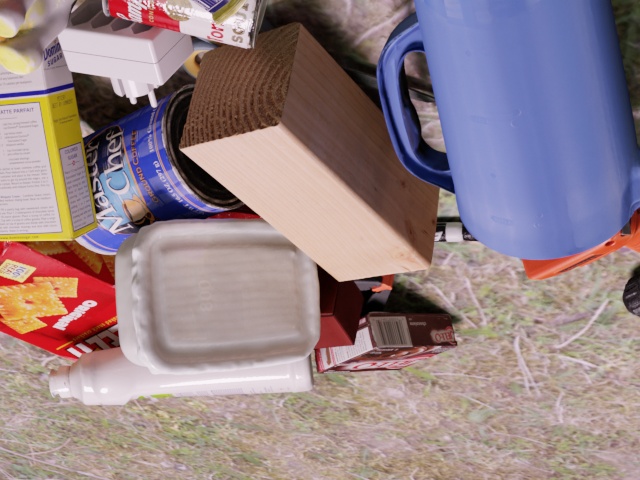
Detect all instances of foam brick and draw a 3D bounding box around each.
[{"bbox_3d":[-0.009,0.059,0.928,0.078,0.053,0.051,-7,141,27],"label":"foam brick"}]

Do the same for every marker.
[{"bbox_3d":[0.093,-0.007,0.929,0.121,0.020,0.020,-2,143,19],"label":"marker"}]

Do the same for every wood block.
[{"bbox_3d":[0.000,-0.059,0.803,0.091,0.090,0.205,-11,146,34],"label":"wood block"}]

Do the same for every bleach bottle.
[{"bbox_3d":[-0.134,0.122,1.019,0.251,0.068,0.102,-6,165,1],"label":"bleach bottle"}]

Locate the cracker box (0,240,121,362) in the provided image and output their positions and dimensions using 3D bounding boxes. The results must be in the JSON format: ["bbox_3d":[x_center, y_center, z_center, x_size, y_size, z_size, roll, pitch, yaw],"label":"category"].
[{"bbox_3d":[-0.248,0.044,1.024,0.164,0.072,0.213,-26,137,37],"label":"cracker box"}]

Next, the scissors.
[{"bbox_3d":[-0.020,-0.125,0.802,0.201,0.016,0.096,25,145,-17],"label":"scissors"}]

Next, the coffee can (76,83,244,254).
[{"bbox_3d":[-0.134,-0.055,0.861,0.141,0.102,0.102,-19,135,37],"label":"coffee can"}]

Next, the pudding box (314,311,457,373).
[{"bbox_3d":[0.063,0.101,1.039,0.113,0.039,0.090,6,155,-39],"label":"pudding box"}]

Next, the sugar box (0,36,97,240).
[{"bbox_3d":[-0.231,-0.088,0.815,0.093,0.048,0.176,-1,103,20],"label":"sugar box"}]

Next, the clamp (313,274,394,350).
[{"bbox_3d":[-0.002,0.053,1.029,0.120,0.039,0.172,22,144,-27],"label":"clamp"}]

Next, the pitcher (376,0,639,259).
[{"bbox_3d":[0.120,-0.111,0.685,0.149,0.145,0.242,-28,135,-4],"label":"pitcher"}]

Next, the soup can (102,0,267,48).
[{"bbox_3d":[-0.087,-0.171,0.712,0.102,0.068,0.069,13,146,-2],"label":"soup can"}]
